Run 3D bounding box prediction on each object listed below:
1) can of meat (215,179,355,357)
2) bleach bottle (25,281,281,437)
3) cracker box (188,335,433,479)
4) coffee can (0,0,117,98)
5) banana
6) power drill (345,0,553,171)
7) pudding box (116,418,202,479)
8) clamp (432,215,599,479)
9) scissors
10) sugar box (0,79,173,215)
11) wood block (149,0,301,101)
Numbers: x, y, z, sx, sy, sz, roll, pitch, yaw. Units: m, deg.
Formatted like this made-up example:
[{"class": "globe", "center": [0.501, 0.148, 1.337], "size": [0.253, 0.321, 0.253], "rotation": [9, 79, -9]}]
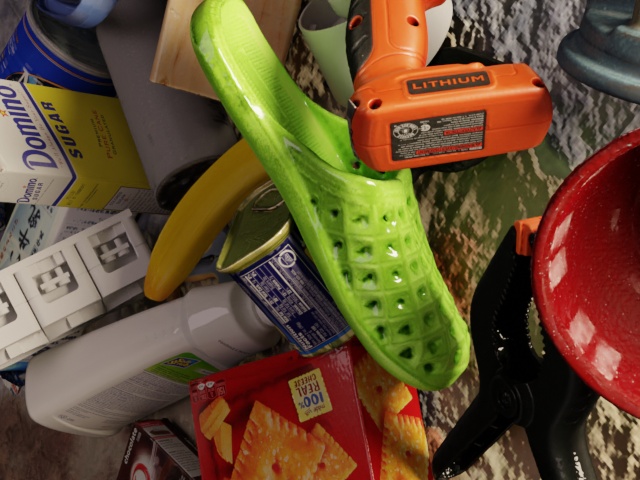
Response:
[{"class": "can of meat", "center": [-0.012, 0.013, 0.678], "size": [0.058, 0.084, 0.102], "rotation": [-32, 22, 22]}, {"class": "bleach bottle", "center": [-0.113, 0.086, 0.820], "size": [0.251, 0.102, 0.068], "rotation": [-24, 61, 33]}, {"class": "cracker box", "center": [-0.003, 0.180, 0.714], "size": [0.164, 0.071, 0.214], "rotation": [-20, 74, 41]}, {"class": "coffee can", "center": [-0.239, -0.132, 0.940], "size": [0.140, 0.102, 0.103], "rotation": [-49, 56, 30]}, {"class": "banana", "center": [-0.058, -0.033, 0.750], "size": [0.198, 0.037, 0.069], "rotation": [-35, 44, 23]}, {"class": "power drill", "center": [0.073, -0.134, 0.603], "size": [0.184, 0.057, 0.187], "rotation": [-10, 57, 3]}, {"class": "pudding box", "center": [-0.127, 0.212, 0.850], "size": [0.090, 0.039, 0.113], "rotation": [32, 109, 40]}, {"class": "clamp", "center": [0.109, 0.084, 0.586], "size": [0.165, 0.036, 0.210], "rotation": [23, 122, 58]}, {"class": "scissors", "center": [-0.055, 0.001, 0.816], "size": [0.202, 0.016, 0.096], "rotation": [-25, 70, 39]}, {"class": "sugar box", "center": [-0.191, -0.072, 0.839], "size": [0.048, 0.175, 0.093], "rotation": [-42, 59, 33]}, {"class": "wood block", "center": [-0.048, -0.205, 0.740], "size": [0.091, 0.090, 0.206], "rotation": [-91, 16, -72]}]
